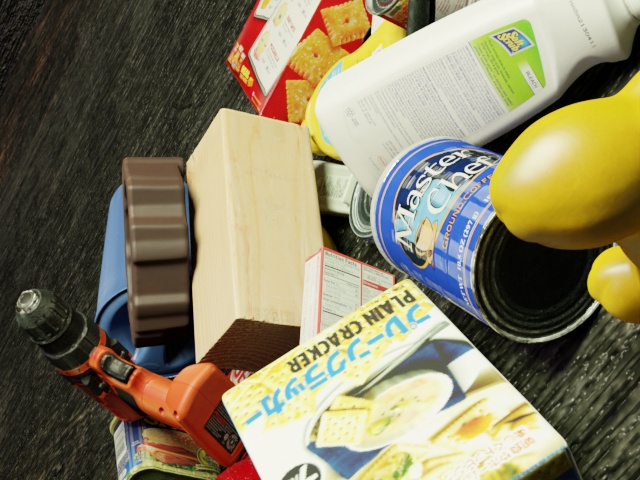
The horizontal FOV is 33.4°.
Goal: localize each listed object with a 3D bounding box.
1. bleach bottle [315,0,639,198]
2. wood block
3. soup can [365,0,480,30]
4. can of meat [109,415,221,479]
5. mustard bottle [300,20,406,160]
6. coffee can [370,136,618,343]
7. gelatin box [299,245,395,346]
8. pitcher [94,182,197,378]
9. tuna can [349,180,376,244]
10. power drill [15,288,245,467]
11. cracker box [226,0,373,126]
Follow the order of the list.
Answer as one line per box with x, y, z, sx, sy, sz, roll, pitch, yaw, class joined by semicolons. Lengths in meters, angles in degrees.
0.121;-0.115;0.742;0.251;0.102;0.068;-21;26;34;bleach bottle
-0.056;0.001;0.921;0.091;0.090;0.206;-50;39;48;wood block
0.096;-0.189;0.841;0.069;0.102;0.068;-42;38;43;soup can
-0.145;0.207;1.017;0.057;0.102;0.084;-56;31;27;can of meat
0.037;-0.123;0.952;0.192;0.058;0.096;-32;58;51;mustard bottle
0.107;-0.005;0.689;0.103;0.102;0.140;-67;27;6;coffee can
0.022;0.057;0.838;0.030;0.073;0.089;-39;40;45;gelatin box
-0.190;0.036;1.192;0.243;0.149;0.145;-104;7;-54;pitcher
0.060;-0.036;0.877;0.086;0.033;0.086;-42;38;43;tuna can
-0.153;0.114;0.900;0.188;0.184;0.057;16;65;38;power drill
-0.006;-0.236;1.102;0.214;0.072;0.164;-59;29;17;cracker box
